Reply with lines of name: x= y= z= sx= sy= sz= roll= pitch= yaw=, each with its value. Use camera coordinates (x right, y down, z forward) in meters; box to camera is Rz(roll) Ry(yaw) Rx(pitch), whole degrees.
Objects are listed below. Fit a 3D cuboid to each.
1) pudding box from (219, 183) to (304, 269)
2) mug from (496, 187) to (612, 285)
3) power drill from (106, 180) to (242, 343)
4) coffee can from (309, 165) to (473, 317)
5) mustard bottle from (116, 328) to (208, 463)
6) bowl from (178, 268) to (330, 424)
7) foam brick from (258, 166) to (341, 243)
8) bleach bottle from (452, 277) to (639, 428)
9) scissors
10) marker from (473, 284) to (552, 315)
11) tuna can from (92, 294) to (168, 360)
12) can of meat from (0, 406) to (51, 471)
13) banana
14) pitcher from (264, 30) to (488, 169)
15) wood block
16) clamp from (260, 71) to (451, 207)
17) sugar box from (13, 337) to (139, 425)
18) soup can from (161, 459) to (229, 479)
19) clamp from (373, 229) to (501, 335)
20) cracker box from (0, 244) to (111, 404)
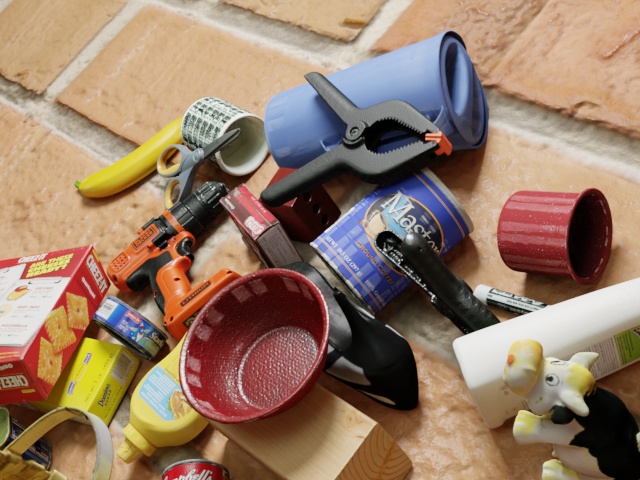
pudding box: x=-0.058 y=0.001 z=1.187 sx=0.039 sy=0.113 sz=0.090 roll=-38 pitch=44 yaw=-4
mug: x=0.232 y=-0.011 z=1.040 sx=0.082 sy=0.093 sz=0.117 roll=6 pitch=28 yaw=41
power drill: x=-0.153 y=0.026 z=1.271 sx=0.184 sy=0.057 sz=0.188 roll=-42 pitch=42 yaw=-2
coffee can: x=0.074 y=-0.003 z=1.114 sx=0.140 sy=0.102 sz=0.103 roll=-41 pitch=44 yaw=-3
mustard bottle: x=-0.148 y=0.163 z=1.152 sx=0.191 sy=0.058 sz=0.096 roll=-47 pitch=50 yaw=-10
bowl: x=-0.052 y=0.108 z=1.005 sx=0.162 sy=0.055 sz=0.162 roll=-17 pitch=50 yaw=22
foam brick: x=-0.023 y=-0.040 z=1.225 sx=0.051 sy=0.078 sz=0.053 roll=11 pitch=61 yaw=40
bleach bottle: x=0.249 y=0.085 z=0.947 sx=0.251 sy=0.102 sz=0.068 roll=-22 pitch=54 yaw=7
scissors: x=-0.153 y=-0.085 z=1.328 sx=0.202 sy=0.016 sz=0.096 roll=1 pitch=89 yaw=55
marker: x=0.203 y=0.066 z=1.035 sx=0.121 sy=0.020 sz=0.020 roll=16 pitch=65 yaw=40
tuna can: x=-0.219 y=0.101 z=1.229 sx=0.086 sy=0.086 sz=0.033 roll=22 pitch=70 yaw=42
can of meat: x=-0.368 y=0.245 z=1.208 sx=0.102 sy=0.084 sz=0.057 roll=-28 pitch=45 yaw=10
banana: x=-0.259 y=-0.107 z=1.460 sx=0.198 sy=0.037 sz=0.069 roll=-27 pitch=46 yaw=11
pitcher: x=0.057 y=-0.139 z=1.218 sx=0.243 sy=0.149 sz=0.145 roll=-12 pitch=77 yaw=29
wood block: x=-0.024 y=0.184 z=1.033 sx=0.206 sy=0.090 sz=0.090 roll=27 pitch=72 yaw=43
clamp: x=0.041 y=-0.113 z=1.119 sx=0.210 sy=0.036 sz=0.164 roll=-2 pitch=65 yaw=33
sugar box: x=-0.304 y=0.159 z=1.265 sx=0.177 sy=0.048 sz=0.093 roll=6 pitch=59 yaw=35
soup can: x=-0.121 y=0.274 z=1.037 sx=0.069 sy=0.068 sz=0.102 roll=-20 pitch=47 yaw=17
clamp: x=0.121 y=0.049 z=1.001 sx=0.039 sy=0.171 sz=0.120 roll=-48 pitch=0 yaw=0
cracker box: x=-0.362 y=0.102 z=1.256 sx=0.164 sy=0.072 sz=0.213 roll=-9 pitch=32 yaw=19
